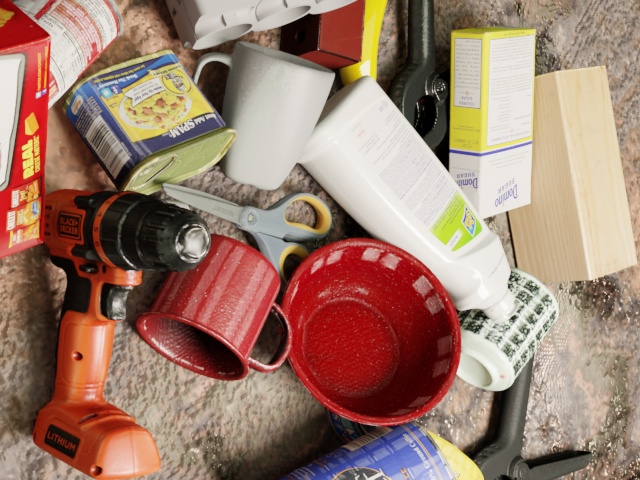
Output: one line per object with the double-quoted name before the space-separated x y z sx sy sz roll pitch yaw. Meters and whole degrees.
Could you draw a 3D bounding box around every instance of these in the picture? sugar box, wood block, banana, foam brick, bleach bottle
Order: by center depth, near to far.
"foam brick" 0.003 -0.191 0.924 0.051 0.053 0.078 10 80 -39
"bleach bottle" 0.085 -0.020 0.940 0.250 0.068 0.102 49 57 -13
"banana" 0.047 -0.213 0.977 0.069 0.037 0.198 39 61 -66
"sugar box" 0.165 -0.116 1.030 0.093 0.048 0.176 -15 113 -45
"wood block" 0.248 -0.066 1.093 0.090 0.091 0.206 -14 95 -40

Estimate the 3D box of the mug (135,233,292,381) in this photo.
"mug" -0.072 0.055 0.816 0.117 0.093 0.081 32 61 -13

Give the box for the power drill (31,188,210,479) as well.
"power drill" -0.138 0.059 0.717 0.057 0.185 0.188 3 94 -39

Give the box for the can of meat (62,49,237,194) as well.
"can of meat" -0.127 -0.086 0.788 0.101 0.058 0.084 -28 78 -42

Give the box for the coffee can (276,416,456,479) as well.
"coffee can" 0.029 0.216 0.857 0.140 0.103 0.103 -23 102 -20

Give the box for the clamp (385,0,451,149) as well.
"clamp" 0.096 -0.154 1.007 0.120 0.039 0.171 45 57 -29

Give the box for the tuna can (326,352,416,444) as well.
"tuna can" 0.048 0.141 0.947 0.085 0.034 0.086 4 84 -39

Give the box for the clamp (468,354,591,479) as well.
"clamp" 0.184 0.216 1.052 0.209 0.036 0.164 -39 111 -34

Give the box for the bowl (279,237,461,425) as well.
"bowl" 0.035 0.082 0.897 0.162 0.055 0.162 8 65 -17

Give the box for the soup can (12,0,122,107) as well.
"soup can" -0.196 -0.135 0.746 0.068 0.069 0.102 50 59 -25

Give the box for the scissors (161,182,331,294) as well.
"scissors" -0.056 0.001 0.858 0.201 0.016 0.096 -5 97 -53
